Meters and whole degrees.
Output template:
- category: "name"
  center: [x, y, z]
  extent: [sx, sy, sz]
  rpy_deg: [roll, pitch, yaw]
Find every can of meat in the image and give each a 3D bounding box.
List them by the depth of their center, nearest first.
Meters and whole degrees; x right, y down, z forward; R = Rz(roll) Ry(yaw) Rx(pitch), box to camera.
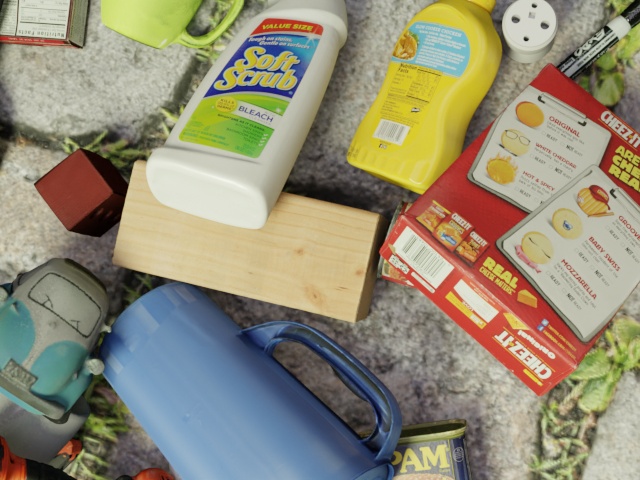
- category: "can of meat"
  center: [0.077, 0.199, 0.884]
  extent: [0.102, 0.057, 0.084]
  rpy_deg: [-9, 89, 9]

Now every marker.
- category: "marker"
  center: [0.230, -0.161, 0.894]
  extent: [0.121, 0.020, 0.020]
  rpy_deg: [-40, 83, 5]

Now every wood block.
- category: "wood block"
  center: [-0.056, 0.000, 0.894]
  extent: [0.206, 0.090, 0.090]
  rpy_deg: [13, 89, 9]

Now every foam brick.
- category: "foam brick"
  center: [-0.200, -0.040, 0.923]
  extent: [0.053, 0.078, 0.051]
  rpy_deg: [-38, 82, 5]

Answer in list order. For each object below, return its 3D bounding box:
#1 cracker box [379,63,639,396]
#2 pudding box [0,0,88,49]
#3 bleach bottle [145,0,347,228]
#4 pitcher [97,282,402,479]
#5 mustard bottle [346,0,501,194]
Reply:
- category: "cracker box"
  center: [0.173, -0.013, 0.822]
  extent: [0.164, 0.072, 0.213]
  rpy_deg: [41, 59, 7]
- category: "pudding box"
  center: [-0.255, -0.232, 0.959]
  extent: [0.090, 0.039, 0.113]
  rpy_deg: [6, 91, 10]
- category: "bleach bottle"
  center: [-0.046, -0.132, 0.867]
  extent: [0.102, 0.068, 0.250]
  rpy_deg: [16, 60, 9]
- category: "pitcher"
  center: [-0.060, 0.138, 0.849]
  extent: [0.149, 0.145, 0.243]
  rpy_deg: [-29, 60, -33]
- category: "mustard bottle"
  center: [0.097, -0.137, 0.884]
  extent: [0.096, 0.058, 0.191]
  rpy_deg: [24, 91, 45]
